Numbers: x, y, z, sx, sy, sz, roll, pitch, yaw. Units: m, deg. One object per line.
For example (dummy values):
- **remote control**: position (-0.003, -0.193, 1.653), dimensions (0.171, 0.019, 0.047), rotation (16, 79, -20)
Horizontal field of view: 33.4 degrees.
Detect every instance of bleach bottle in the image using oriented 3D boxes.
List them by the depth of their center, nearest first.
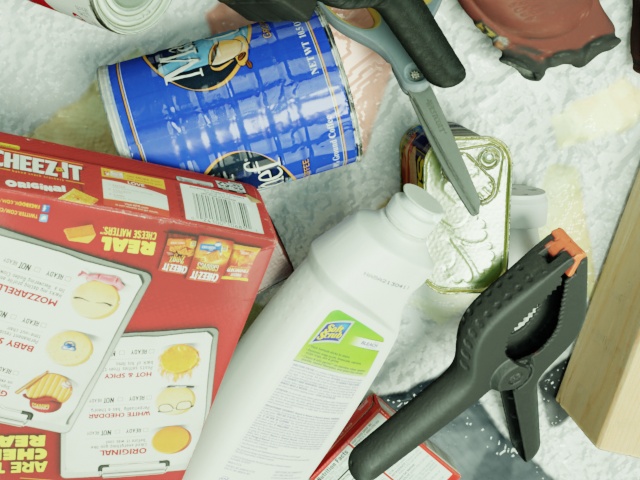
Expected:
- **bleach bottle**: position (0.001, 0.070, 0.682), dimensions (0.102, 0.068, 0.251), rotation (15, 122, -37)

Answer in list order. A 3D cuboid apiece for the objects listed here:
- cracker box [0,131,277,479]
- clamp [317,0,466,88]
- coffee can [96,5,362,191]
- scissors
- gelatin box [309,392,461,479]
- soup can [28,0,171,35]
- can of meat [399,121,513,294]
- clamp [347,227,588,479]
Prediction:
- **cracker box**: position (-0.139, 0.053, 0.621), dimensions (0.164, 0.072, 0.214), rotation (10, 122, -22)
- **clamp**: position (0.037, -0.171, 0.598), dimensions (0.171, 0.039, 0.120), rotation (24, 74, -42)
- **coffee can**: position (-0.056, -0.077, 0.663), dimensions (0.140, 0.103, 0.103), rotation (-17, 106, -4)
- **scissors**: position (0.070, -0.115, 0.665), dimensions (0.096, 0.016, 0.202), rotation (-33, 74, -15)
- **gelatin box**: position (0.045, 0.166, 0.778), dimensions (0.089, 0.030, 0.073), rotation (41, 97, -16)
- **soup can**: position (-0.140, -0.164, 0.620), dimensions (0.068, 0.102, 0.068), rotation (-33, 135, -40)
- **can of meat**: position (0.086, -0.025, 0.706), dimensions (0.057, 0.084, 0.102), rotation (-2, 105, -7)
- **clamp**: position (0.110, 0.084, 0.705), dimensions (0.164, 0.036, 0.210), rotation (-6, 131, -29)
